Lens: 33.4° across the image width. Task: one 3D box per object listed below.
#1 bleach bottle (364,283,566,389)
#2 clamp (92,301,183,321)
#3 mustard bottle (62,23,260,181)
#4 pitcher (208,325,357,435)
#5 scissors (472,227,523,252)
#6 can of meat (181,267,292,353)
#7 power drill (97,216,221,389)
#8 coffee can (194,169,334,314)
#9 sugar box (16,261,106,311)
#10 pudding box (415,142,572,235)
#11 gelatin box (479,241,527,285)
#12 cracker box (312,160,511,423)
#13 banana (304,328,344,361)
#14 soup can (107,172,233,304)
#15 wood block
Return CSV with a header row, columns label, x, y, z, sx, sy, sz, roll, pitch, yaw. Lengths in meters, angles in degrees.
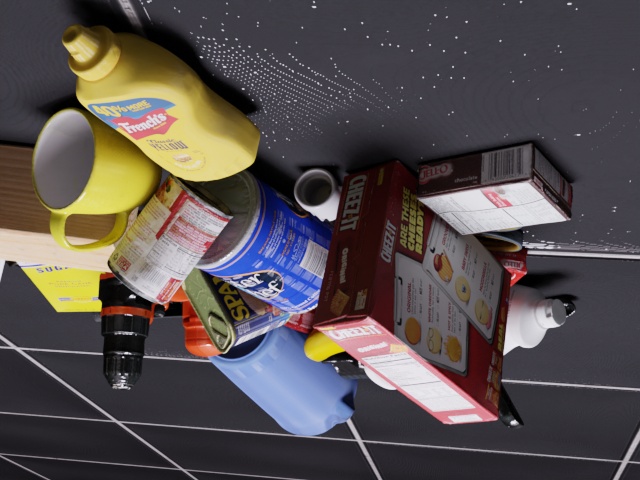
label,x,y,z,sx,sy,sz,roll,pitch,yaw
bleach bottle,0.166,0.107,1.224,0.251,0.102,0.068,-15,142,44
clamp,-0.232,0.088,1.356,0.120,0.039,0.172,4,177,-20
mustard bottle,-0.134,-0.112,0.839,0.096,0.058,0.191,-1,157,30
pitcher,-0.062,0.152,1.392,0.149,0.145,0.242,-15,148,18
scissors,0.110,-0.022,1.041,0.201,0.016,0.096,12,156,-12
can of meat,-0.089,0.059,1.152,0.083,0.102,0.058,-21,162,-32
power drill,-0.171,0.079,1.178,0.057,0.184,0.187,-4,165,26
coffee can,-0.057,0.001,1.033,0.103,0.103,0.140,-10,152,36
sugar box,-0.273,0.023,1.164,0.093,0.048,0.176,-2,153,9
pudding box,0.155,-0.043,0.949,0.114,0.039,0.089,-7,155,35
gelatin box,0.170,0.031,1.133,0.073,0.030,0.089,11,158,-9
cracker box,0.093,0.054,0.994,0.072,0.164,0.213,-15,140,37
banana,0.031,0.112,1.213,0.069,0.037,0.198,23,153,-32
soup can,-0.134,-0.002,0.953,0.068,0.102,0.068,37,-173,-5
wood block,-0.288,-0.034,1.032,0.206,0.091,0.090,6,159,1
